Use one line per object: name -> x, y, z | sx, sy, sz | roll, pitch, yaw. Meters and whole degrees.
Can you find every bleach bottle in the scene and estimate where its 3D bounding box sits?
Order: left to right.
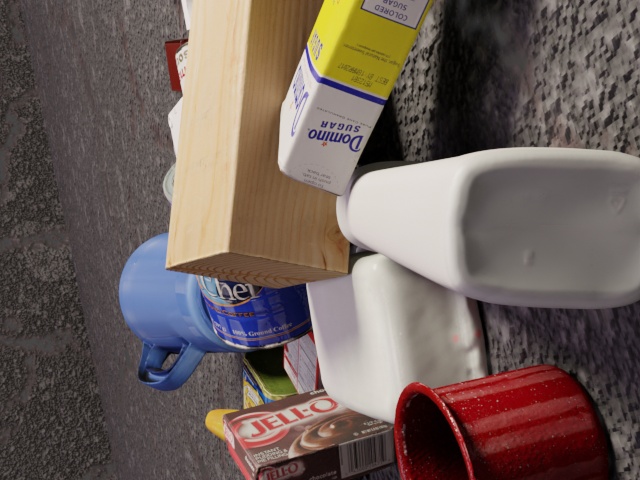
bleach bottle -> 0.072, -0.014, 0.561 | 0.251, 0.102, 0.068 | -159, 71, -78

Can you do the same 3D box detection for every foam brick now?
foam brick -> -0.120, -0.177, 1.066 | 0.078, 0.053, 0.051 | -156, 58, -67

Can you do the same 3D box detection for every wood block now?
wood block -> -0.035, -0.080, 0.703 | 0.090, 0.090, 0.206 | -14, 68, 56

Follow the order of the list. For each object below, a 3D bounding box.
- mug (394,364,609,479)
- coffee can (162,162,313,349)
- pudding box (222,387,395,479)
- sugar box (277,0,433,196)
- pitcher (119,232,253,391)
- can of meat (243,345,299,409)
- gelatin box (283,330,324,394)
mug -> 0.090, 0.113, 0.566 | 0.117, 0.081, 0.093 | 153, 105, -70
coffee can -> -0.056, 0.001, 0.849 | 0.103, 0.102, 0.140 | -129, 20, -55
pudding box -> -0.010, 0.154, 0.828 | 0.090, 0.113, 0.039 | -141, 44, -62
sugar box -> 0.025, -0.122, 0.579 | 0.093, 0.048, 0.176 | -90, 24, -57
pitcher -> -0.113, 0.061, 1.048 | 0.243, 0.144, 0.149 | -7, 102, 68
can of meat -> -0.038, 0.155, 0.997 | 0.102, 0.057, 0.084 | -134, 40, -59
gelatin box -> -0.005, 0.097, 0.911 | 0.073, 0.030, 0.089 | -126, 31, -49
